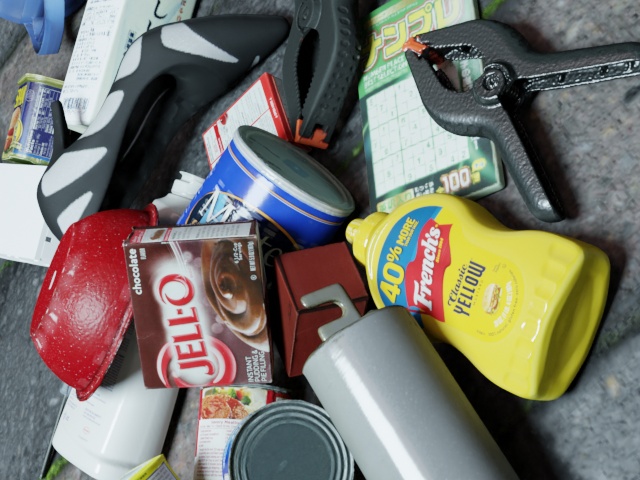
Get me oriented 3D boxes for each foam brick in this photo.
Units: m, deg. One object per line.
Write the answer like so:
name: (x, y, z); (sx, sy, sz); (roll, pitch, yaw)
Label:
foam brick: (-0.003, 0.048, 0.733); (0.078, 0.051, 0.053); (99, 154, -50)

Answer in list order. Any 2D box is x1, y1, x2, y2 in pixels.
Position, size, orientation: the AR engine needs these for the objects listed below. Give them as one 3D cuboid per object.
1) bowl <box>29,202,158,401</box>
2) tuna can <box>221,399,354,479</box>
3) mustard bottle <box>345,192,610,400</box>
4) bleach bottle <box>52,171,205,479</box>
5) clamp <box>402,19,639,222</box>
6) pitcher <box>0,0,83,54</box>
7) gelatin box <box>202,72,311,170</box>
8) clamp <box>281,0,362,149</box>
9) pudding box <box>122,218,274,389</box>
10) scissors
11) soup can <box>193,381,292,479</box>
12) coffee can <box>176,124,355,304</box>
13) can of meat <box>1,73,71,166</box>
bowl: (-0.180, 0.038, 0.815); (0.162, 0.055, 0.162); (-54, 24, 37)
tuna can: (-0.023, 0.151, 0.717); (0.034, 0.086, 0.086); (138, 138, -71)
mustard bottle: (0.084, 0.022, 0.677); (0.192, 0.058, 0.096); (26, 102, 46)
bleach bottle: (-0.139, 0.067, 0.877); (0.103, 0.068, 0.251); (16, 86, 50)
clamp: (0.127, -0.102, 0.684); (0.120, 0.039, 0.172); (-49, 56, 6)
pitcher: (-0.265, -0.285, 1.009); (0.145, 0.149, 0.243); (-54, 14, -13)
gelatin box: (-0.053, -0.079, 0.864); (0.089, 0.030, 0.073); (-40, 52, 31)
clamp: (0.009, -0.177, 0.816); (0.165, 0.036, 0.210); (-20, 64, 59)
pudding box: (-0.081, 0.044, 0.727); (0.039, 0.090, 0.113); (-87, -7, -70)
scissors: (-0.219, 0.122, 0.940); (0.096, 0.016, 0.202); (172, 115, -80)
soup can: (-0.056, 0.156, 0.762); (0.069, 0.068, 0.102); (-10, 70, 42)
coffee can: (-0.055, 0.001, 0.787); (0.140, 0.102, 0.103); (-55, 47, 16)
can of meat: (-0.278, -0.115, 1.062); (0.102, 0.057, 0.084); (7, 84, 68)
